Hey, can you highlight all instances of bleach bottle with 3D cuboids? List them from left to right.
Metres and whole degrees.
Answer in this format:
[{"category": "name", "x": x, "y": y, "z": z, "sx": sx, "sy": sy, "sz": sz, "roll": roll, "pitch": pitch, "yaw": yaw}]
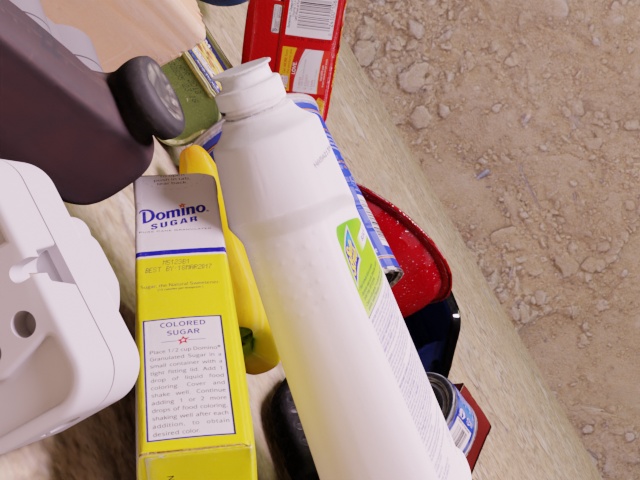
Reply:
[{"category": "bleach bottle", "x": 0.007, "y": 0.034, "z": 0.514, "sx": 0.102, "sy": 0.068, "sz": 0.251, "roll": -73, "pitch": 145, "yaw": -70}]

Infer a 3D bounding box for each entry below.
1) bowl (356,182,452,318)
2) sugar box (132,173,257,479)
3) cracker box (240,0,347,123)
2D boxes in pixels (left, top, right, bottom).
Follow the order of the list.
[{"category": "bowl", "x": 0.021, "y": 0.018, "z": 0.844, "sx": 0.162, "sy": 0.055, "sz": 0.162, "roll": 30, "pitch": -23, "yaw": 14}, {"category": "sugar box", "x": -0.055, "y": 0.055, "z": 0.453, "sx": 0.176, "sy": 0.048, "sz": 0.093, "roll": -101, "pitch": -170, "yaw": -52}, {"category": "cracker box", "x": -0.023, "y": -0.183, "z": 0.864, "sx": 0.213, "sy": 0.072, "sz": 0.164, "roll": -90, "pitch": -172, "yaw": -55}]
